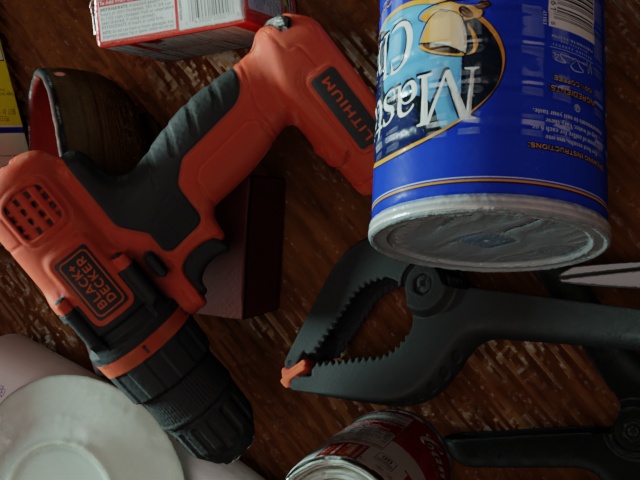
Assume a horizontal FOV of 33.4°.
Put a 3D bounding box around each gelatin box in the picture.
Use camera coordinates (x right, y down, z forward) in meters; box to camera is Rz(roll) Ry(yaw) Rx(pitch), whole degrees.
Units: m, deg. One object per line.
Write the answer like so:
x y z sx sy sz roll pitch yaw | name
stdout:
-0.066 -0.120 0.573 0.089 0.073 0.030 -5 92 21 | gelatin box

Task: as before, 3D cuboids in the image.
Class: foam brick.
-0.054 0.001 0.590 0.053 0.051 0.078 6 96 20 | foam brick

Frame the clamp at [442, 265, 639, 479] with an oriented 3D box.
0.155 0.080 0.530 0.172 0.039 0.120 17 103 18 | clamp

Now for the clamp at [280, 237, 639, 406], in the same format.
0.068 0.030 0.538 0.210 0.036 0.165 -42 56 21 | clamp

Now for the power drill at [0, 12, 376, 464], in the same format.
-0.043 -0.005 0.526 0.187 0.057 0.184 -39 105 -6 | power drill

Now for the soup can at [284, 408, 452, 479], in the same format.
0.024 0.130 0.546 0.069 0.102 0.068 1 94 19 | soup can

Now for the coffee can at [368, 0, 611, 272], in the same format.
0.075 -0.065 0.474 0.103 0.102 0.140 -2 74 20 | coffee can
